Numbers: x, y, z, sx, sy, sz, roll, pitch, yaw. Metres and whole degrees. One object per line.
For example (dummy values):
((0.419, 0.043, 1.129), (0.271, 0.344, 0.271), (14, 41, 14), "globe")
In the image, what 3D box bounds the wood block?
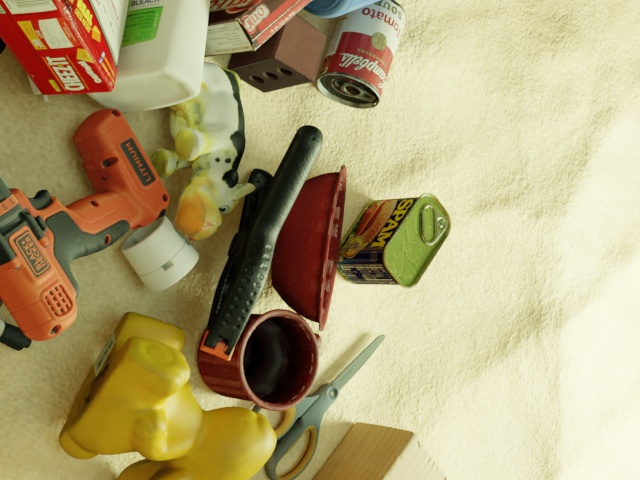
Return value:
((0.029, 0.291, 1.064), (0.205, 0.090, 0.090), (-49, 119, -30), "wood block")

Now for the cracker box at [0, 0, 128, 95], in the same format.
((-0.202, -0.245, 0.822), (0.164, 0.072, 0.213), (68, 22, -64), "cracker box")

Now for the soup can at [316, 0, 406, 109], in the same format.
((0.043, -0.197, 1.103), (0.068, 0.069, 0.102), (31, 69, -35), "soup can")

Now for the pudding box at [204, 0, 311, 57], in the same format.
((-0.074, -0.207, 0.977), (0.090, 0.114, 0.039), (-46, 120, -31), "pudding box")

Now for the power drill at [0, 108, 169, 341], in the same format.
((-0.217, -0.037, 0.857), (0.187, 0.057, 0.184), (-45, 113, -49), "power drill")

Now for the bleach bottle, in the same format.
((-0.142, -0.241, 0.938), (0.068, 0.103, 0.251), (36, 53, -55), "bleach bottle")

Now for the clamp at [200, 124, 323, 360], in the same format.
((-0.056, 0.001, 0.945), (0.036, 0.165, 0.210), (23, 66, -13), "clamp")

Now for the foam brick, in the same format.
((-0.042, -0.180, 1.026), (0.052, 0.078, 0.051), (28, 70, -36), "foam brick")

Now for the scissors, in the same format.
((-0.007, 0.150, 1.085), (0.096, 0.016, 0.201), (47, 61, -29), "scissors")

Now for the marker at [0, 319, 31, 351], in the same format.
((-0.285, 0.060, 0.856), (0.121, 0.020, 0.020), (32, 69, -34), "marker")

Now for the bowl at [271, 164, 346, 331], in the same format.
((-0.013, 0.004, 1.027), (0.055, 0.162, 0.162), (7, 82, 5), "bowl")

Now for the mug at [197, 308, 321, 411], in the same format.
((-0.053, 0.106, 1.006), (0.117, 0.082, 0.093), (-18, 100, -38), "mug")

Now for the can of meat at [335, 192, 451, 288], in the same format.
((0.074, 0.001, 1.111), (0.057, 0.084, 0.102), (50, 60, -27), "can of meat")
